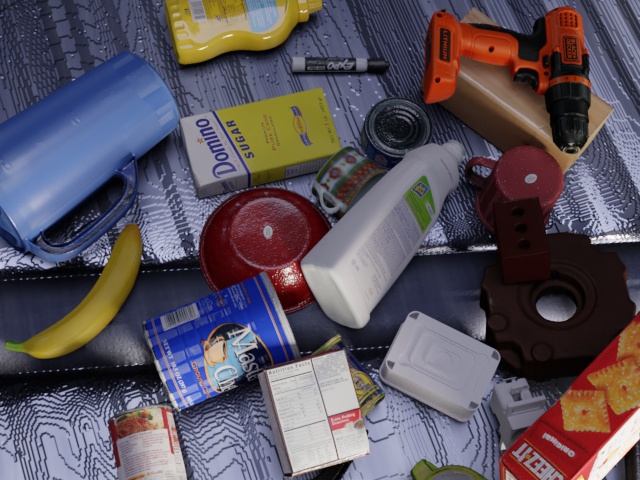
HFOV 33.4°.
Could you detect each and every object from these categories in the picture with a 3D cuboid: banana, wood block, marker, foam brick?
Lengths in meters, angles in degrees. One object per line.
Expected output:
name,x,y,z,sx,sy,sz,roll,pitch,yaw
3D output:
banana,-0.254,0.065,1.173,0.070,0.037,0.197,41,70,10
wood block,0.231,-0.171,1.281,0.206,0.091,0.090,39,71,11
marker,0.025,-0.218,1.322,0.121,0.020,0.020,0,68,-5
foam brick,0.220,0.001,1.170,0.053,0.051,0.078,-8,54,6

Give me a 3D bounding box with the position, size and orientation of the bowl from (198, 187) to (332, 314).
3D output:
bowl,-0.058,0.001,1.206,0.162,0.055,0.162,2,67,-4

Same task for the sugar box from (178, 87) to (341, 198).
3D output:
sugar box,-0.071,-0.116,1.258,0.176,0.048,0.093,-14,69,-11

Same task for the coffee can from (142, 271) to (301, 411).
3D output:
coffee can,-0.104,0.106,1.124,0.140,0.103,0.103,-22,71,-5

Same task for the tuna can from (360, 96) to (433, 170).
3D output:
tuna can,0.093,-0.129,1.283,0.086,0.034,0.086,2,68,-4

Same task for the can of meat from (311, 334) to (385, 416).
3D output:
can of meat,0.007,0.166,1.144,0.102,0.057,0.084,-37,78,-17

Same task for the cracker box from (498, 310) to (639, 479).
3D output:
cracker box,0.273,0.185,1.069,0.213,0.164,0.072,-42,64,-11

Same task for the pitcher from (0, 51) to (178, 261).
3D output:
pitcher,-0.274,-0.098,1.195,0.242,0.149,0.145,-40,34,-21

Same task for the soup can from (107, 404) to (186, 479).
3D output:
soup can,-0.176,0.228,1.097,0.068,0.068,0.102,-12,70,-10

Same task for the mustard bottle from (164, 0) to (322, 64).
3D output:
mustard bottle,-0.092,-0.279,1.316,0.191,0.058,0.096,-12,68,-9

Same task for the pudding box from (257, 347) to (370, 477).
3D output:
pudding box,-0.006,0.174,1.084,0.090,0.039,0.113,-13,79,-16

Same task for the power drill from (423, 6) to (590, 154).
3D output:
power drill,0.212,-0.187,1.207,0.187,0.057,0.184,5,65,-5

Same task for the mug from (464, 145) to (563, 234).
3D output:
mug,0.223,-0.064,1.241,0.117,0.081,0.093,30,68,7

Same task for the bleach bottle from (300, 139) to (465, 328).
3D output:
bleach bottle,0.087,-0.021,1.215,0.068,0.102,0.250,14,51,46
